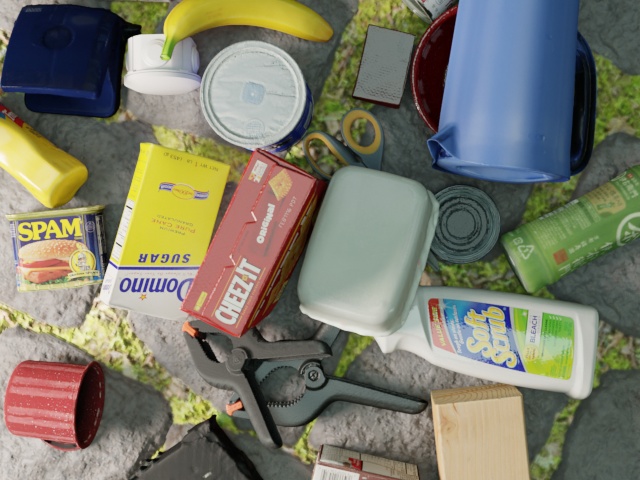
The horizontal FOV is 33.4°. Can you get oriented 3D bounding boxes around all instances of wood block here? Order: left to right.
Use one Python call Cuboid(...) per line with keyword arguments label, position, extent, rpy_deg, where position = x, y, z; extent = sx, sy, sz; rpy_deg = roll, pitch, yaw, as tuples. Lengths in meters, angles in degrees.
Cuboid(label="wood block", position=(0.171, 0.261, 1.114), extent=(0.091, 0.090, 0.206), rpy_deg=(-6, 91, 3))

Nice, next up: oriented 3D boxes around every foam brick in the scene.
Cuboid(label="foam brick", position=(0.067, -0.182, 1.124), extent=(0.053, 0.051, 0.078), rpy_deg=(14, 93, 2))

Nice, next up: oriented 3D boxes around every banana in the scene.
Cuboid(label="banana", position=(-0.082, -0.229, 1.110), extent=(0.197, 0.037, 0.069), rpy_deg=(-12, 93, -24))

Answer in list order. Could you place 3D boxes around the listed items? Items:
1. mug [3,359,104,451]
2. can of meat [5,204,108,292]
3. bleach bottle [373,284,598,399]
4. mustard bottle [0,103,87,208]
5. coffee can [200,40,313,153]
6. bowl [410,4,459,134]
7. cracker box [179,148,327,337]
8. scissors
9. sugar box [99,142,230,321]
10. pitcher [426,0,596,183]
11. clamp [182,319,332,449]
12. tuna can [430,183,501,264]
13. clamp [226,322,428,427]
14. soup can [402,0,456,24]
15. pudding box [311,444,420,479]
Cuboid(label="mug", position=(-0.284, 0.180, 1.144), extent=(0.081, 0.093, 0.117), rpy_deg=(5, 128, 7))
Cuboid(label="can of meat", position=(-0.280, 0.008, 1.147), extent=(0.102, 0.057, 0.084), rpy_deg=(-5, 94, 4))
Cuboid(label="bleach bottle", position=(0.155, 0.101, 1.109), extent=(0.250, 0.068, 0.102), rpy_deg=(7, 86, -3))
Cuboid(label="mustard bottle", position=(-0.339, -0.113, 1.126), extent=(0.191, 0.096, 0.058), rpy_deg=(38, 93, 1))
Cuboid(label="coffee can", position=(-0.061, -0.142, 1.088), extent=(0.103, 0.140, 0.103), rpy_deg=(0, 92, 3))
Cuboid(label="bowl", position=(0.174, -0.168, 1.116), extent=(0.162, 0.055, 0.162), rpy_deg=(0, 92, 3))
Cuboid(label="cracker box", position=(-0.057, 0.001, 1.055), extent=(0.072, 0.213, 0.164), rpy_deg=(25, 93, 2))
Cuboid(label="scissors", position=(0.072, -0.063, 1.128), extent=(0.202, 0.016, 0.096), rpy_deg=(37, 87, 12))
Cuboid(label="sugar box", position=(-0.164, -0.008, 1.129), extent=(0.093, 0.048, 0.176), rpy_deg=(14, 91, -25))
Cuboid(label="pitcher", position=(0.194, -0.176, 1.032), extent=(0.145, 0.149, 0.243), rpy_deg=(7, 89, 18))
Cuboid(label="clamp", position=(-0.079, 0.139, 1.115), extent=(0.172, 0.039, 0.120), rpy_deg=(18, 77, 30))
Cuboid(label="tuna can", position=(0.148, -0.017, 1.133), extent=(0.086, 0.033, 0.086), rpy_deg=(0, 92, 3))
Cuboid(label="clamp", position=(0.002, 0.149, 1.145), extent=(0.210, 0.036, 0.164), rpy_deg=(-29, 88, 1))
Cuboid(label="soup can", position=(0.129, -0.284, 1.109), extent=(0.068, 0.068, 0.102), rpy_deg=(44, 94, 1))
Cuboid(label="pudding box", position=(0.048, 0.250, 1.120), extent=(0.113, 0.090, 0.039), rpy_deg=(13, 91, 3))
